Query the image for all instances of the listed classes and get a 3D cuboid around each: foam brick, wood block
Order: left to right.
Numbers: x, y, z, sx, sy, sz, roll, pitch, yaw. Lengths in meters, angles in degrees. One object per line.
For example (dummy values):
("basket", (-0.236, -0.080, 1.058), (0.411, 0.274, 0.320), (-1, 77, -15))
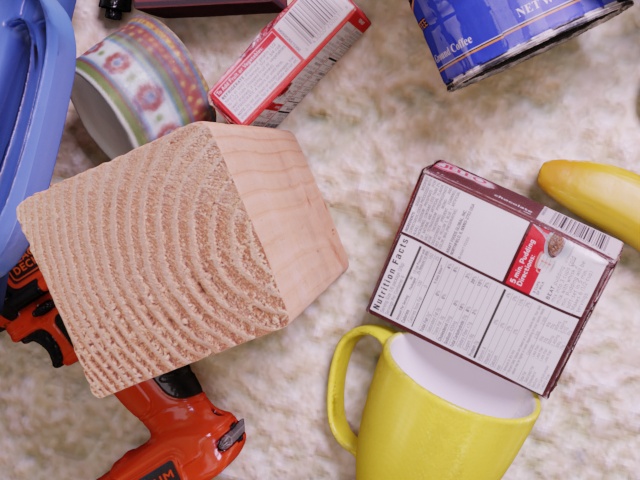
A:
("foam brick", (-0.060, -0.153, 0.591), (0.078, 0.053, 0.051), (-1, 95, 8))
("wood block", (-0.053, 0.000, 0.526), (0.091, 0.206, 0.090), (-23, 92, 10))

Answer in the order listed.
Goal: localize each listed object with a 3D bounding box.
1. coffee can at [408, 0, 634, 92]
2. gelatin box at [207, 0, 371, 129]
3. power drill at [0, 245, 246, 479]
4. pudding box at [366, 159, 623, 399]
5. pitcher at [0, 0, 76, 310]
("coffee can", (0.083, -0.161, 0.543), (0.103, 0.102, 0.140), (-24, 91, 10))
("gelatin box", (-0.016, -0.099, 0.579), (0.030, 0.073, 0.089), (45, 101, 3))
("power drill", (-0.145, 0.077, 0.623), (0.184, 0.057, 0.187), (-32, 91, 13))
("pudding box", (0.092, 0.020, 0.578), (0.113, 0.039, 0.090), (27, 112, 14))
("pitcher", (-0.191, -0.089, 0.552), (0.149, 0.145, 0.243), (15, 80, -5))
